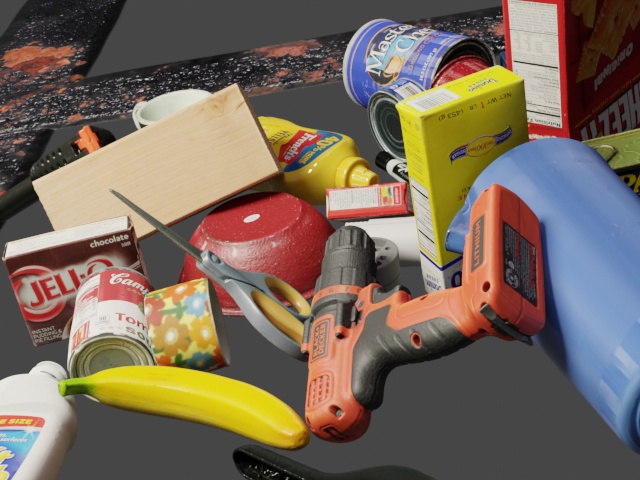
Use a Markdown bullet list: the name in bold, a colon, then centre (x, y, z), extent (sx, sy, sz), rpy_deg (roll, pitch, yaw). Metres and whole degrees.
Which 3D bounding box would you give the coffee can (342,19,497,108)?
- **coffee can**: centre (0.108, -0.181, 1.166), extent (0.102, 0.103, 0.141), rpy_deg (-30, 34, -29)

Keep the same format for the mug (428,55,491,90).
- **mug**: centre (0.174, -0.127, 1.078), extent (0.117, 0.093, 0.082), rpy_deg (13, 17, -38)

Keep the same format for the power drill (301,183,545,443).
- **power drill**: centre (0.066, 0.035, 0.747), extent (0.188, 0.057, 0.184), rpy_deg (-32, 39, 37)

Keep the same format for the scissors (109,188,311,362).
- **scissors**: centre (-0.076, 0.019, 0.850), extent (0.016, 0.202, 0.096), rpy_deg (-48, -2, 19)

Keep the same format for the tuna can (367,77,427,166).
- **tuna can**: centre (0.086, -0.120, 1.085), extent (0.033, 0.086, 0.086), rpy_deg (-28, 33, -25)

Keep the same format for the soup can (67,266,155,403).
- **soup can**: centre (-0.166, 0.075, 0.860), extent (0.068, 0.068, 0.102), rpy_deg (-13, 30, -1)

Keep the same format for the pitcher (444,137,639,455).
- **pitcher**: centre (0.208, 0.034, 0.739), extent (0.149, 0.144, 0.243), rpy_deg (-44, 33, 11)

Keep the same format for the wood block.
- **wood block**: centre (-0.148, -0.059, 0.996), extent (0.206, 0.091, 0.090), rpy_deg (-26, 3, 3)

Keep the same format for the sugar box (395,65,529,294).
- **sugar box**: centre (0.120, -0.038, 0.839), extent (0.093, 0.176, 0.048), rpy_deg (-21, 29, -14)

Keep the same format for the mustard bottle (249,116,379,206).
- **mustard bottle**: centre (-0.017, -0.076, 1.077), extent (0.192, 0.058, 0.096), rpy_deg (19, 44, 42)

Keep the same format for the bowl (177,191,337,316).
- **bowl**: centre (-0.056, 0.001, 0.961), extent (0.162, 0.055, 0.162), rpy_deg (-10, 30, 5)

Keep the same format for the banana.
- **banana**: centre (-0.090, 0.121, 0.776), extent (0.198, 0.037, 0.069), rpy_deg (6, 18, 21)

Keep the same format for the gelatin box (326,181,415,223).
- **gelatin box**: centre (0.052, -0.034, 0.965), extent (0.073, 0.030, 0.089), rpy_deg (-4, -3, 17)

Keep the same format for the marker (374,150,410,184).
- **marker**: centre (0.086, -0.062, 1.053), extent (0.020, 0.020, 0.121), rpy_deg (-22, 31, -16)

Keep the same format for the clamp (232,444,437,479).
- **clamp**: centre (0.006, 0.174, 0.654), extent (0.172, 0.039, 0.120), rpy_deg (0, 33, 21)

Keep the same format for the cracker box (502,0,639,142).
- **cracker box**: centre (0.247, -0.180, 0.999), extent (0.072, 0.214, 0.164), rpy_deg (18, 42, 39)

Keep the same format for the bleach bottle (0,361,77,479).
- **bleach bottle**: centre (-0.238, 0.167, 0.731), extent (0.102, 0.068, 0.250), rpy_deg (5, 30, 6)

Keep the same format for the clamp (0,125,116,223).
- **clamp**: centre (-0.271, -0.070, 1.105), extent (0.164, 0.036, 0.210), rpy_deg (-30, 2, -21)

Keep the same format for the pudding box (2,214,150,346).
- **pudding box**: centre (-0.207, 0.034, 0.925), extent (0.113, 0.090, 0.039), rpy_deg (-15, 29, -6)
